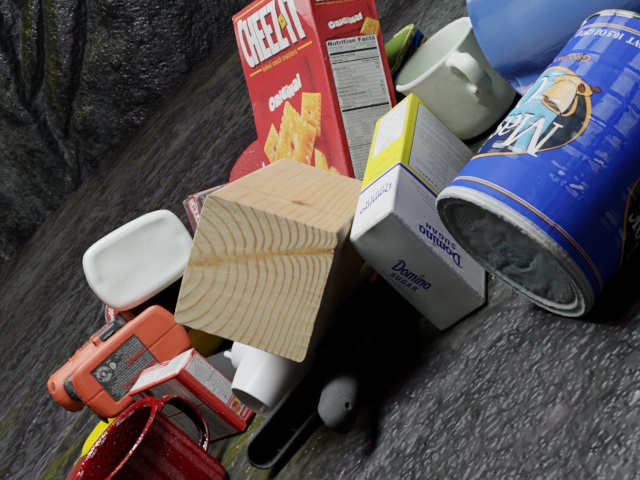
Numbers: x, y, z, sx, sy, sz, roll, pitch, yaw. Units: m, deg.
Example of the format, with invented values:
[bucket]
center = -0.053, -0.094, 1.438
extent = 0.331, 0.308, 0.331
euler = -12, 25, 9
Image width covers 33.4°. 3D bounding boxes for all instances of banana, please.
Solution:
[banana]
center = -0.157, 0.146, 1.008
extent = 0.197, 0.037, 0.070
euler = -48, 14, -18

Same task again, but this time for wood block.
[wood block]
center = -0.022, 0.005, 0.764
extent = 0.206, 0.091, 0.090
euler = -42, -31, -75

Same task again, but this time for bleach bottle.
[bleach bottle]
center = -0.194, 0.027, 1.062
extent = 0.102, 0.068, 0.251
euler = -32, 5, -18

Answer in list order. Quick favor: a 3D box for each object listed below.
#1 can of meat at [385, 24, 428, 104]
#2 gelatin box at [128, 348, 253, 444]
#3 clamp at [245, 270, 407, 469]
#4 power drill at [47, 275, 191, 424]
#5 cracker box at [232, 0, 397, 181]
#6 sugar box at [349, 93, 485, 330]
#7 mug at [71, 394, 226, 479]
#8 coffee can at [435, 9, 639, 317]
[can of meat]
center = 0.088, -0.140, 0.991
extent = 0.058, 0.084, 0.102
euler = -33, 22, 38
[gelatin box]
center = -0.104, 0.129, 0.862
extent = 0.089, 0.073, 0.030
euler = -28, 24, 49
[clamp]
center = 0.019, 0.081, 0.730
extent = 0.120, 0.039, 0.171
euler = -22, 29, 57
[power drill]
center = -0.173, 0.097, 1.001
extent = 0.184, 0.057, 0.188
euler = -44, 8, -12
[cracker box]
center = -0.003, -0.121, 0.956
extent = 0.072, 0.214, 0.164
euler = -14, 2, -26
[sugar box]
center = 0.074, -0.025, 0.750
extent = 0.048, 0.093, 0.176
euler = -37, 19, 30
[mug]
center = -0.120, 0.169, 0.794
extent = 0.093, 0.081, 0.117
euler = -31, 23, 41
[coffee can]
center = 0.147, -0.043, 0.596
extent = 0.140, 0.102, 0.103
euler = -50, 17, -11
